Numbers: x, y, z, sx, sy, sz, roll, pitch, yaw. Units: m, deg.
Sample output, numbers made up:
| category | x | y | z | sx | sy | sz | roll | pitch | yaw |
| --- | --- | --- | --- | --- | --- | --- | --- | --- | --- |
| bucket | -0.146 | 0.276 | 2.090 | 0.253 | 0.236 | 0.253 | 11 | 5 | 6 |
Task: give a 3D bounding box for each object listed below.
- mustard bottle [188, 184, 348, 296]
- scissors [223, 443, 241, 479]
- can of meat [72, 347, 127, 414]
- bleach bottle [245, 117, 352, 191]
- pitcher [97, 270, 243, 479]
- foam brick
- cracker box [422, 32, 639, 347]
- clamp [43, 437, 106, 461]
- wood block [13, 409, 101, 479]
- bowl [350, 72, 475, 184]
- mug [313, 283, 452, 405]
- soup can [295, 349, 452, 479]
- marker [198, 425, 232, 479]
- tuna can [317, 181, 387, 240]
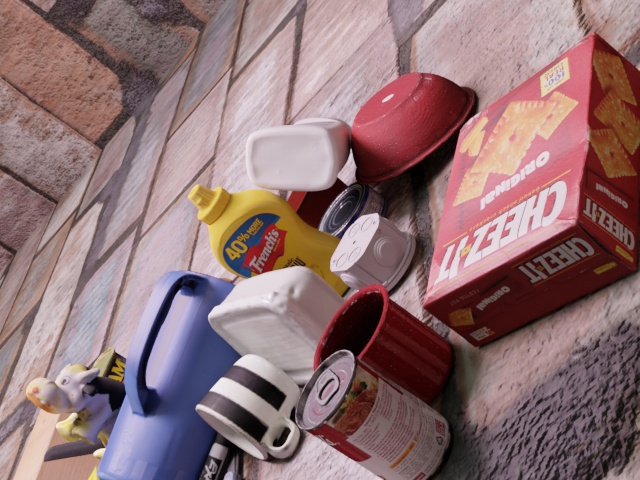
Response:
| category | x | y | z | sx | sy | sz | roll | pitch | yaw |
| --- | --- | --- | --- | --- | --- | --- | --- | --- | --- |
| mustard bottle | -0.057 | 0.002 | 1.123 | 0.096 | 0.191 | 0.058 | -47 | 21 | 20 |
| scissors | -0.078 | 0.234 | 1.045 | 0.096 | 0.016 | 0.201 | -47 | 19 | 34 |
| can of meat | -0.271 | 0.209 | 1.431 | 0.058 | 0.084 | 0.102 | -35 | 27 | 43 |
| bleach bottle | -0.004 | -0.107 | 1.211 | 0.250 | 0.103 | 0.068 | -40 | -50 | -72 |
| pitcher | -0.148 | 0.158 | 1.140 | 0.242 | 0.149 | 0.145 | -68 | 10 | -19 |
| foam brick | -0.008 | -0.042 | 1.290 | 0.053 | 0.051 | 0.078 | -20 | 39 | 59 |
| cracker box | 0.171 | -0.042 | 0.853 | 0.164 | 0.072 | 0.213 | -35 | 28 | 44 |
| clamp | -0.235 | 0.261 | 1.284 | 0.171 | 0.120 | 0.039 | -34 | 0 | 4 |
| wood block | -0.351 | 0.302 | 1.451 | 0.090 | 0.090 | 0.206 | -43 | 23 | 29 |
| bowl | 0.088 | -0.134 | 1.169 | 0.162 | 0.055 | 0.162 | -34 | 20 | 15 |
| mug | 0.051 | 0.094 | 0.891 | 0.093 | 0.081 | 0.117 | -54 | 20 | 0 |
| soup can | 0.041 | 0.138 | 0.809 | 0.069 | 0.102 | 0.068 | -45 | 21 | 23 |
| marker | -0.113 | 0.240 | 1.090 | 0.020 | 0.020 | 0.121 | -4 | 62 | 65 |
| tuna can | 0.034 | -0.023 | 1.189 | 0.086 | 0.033 | 0.086 | -46 | 21 | 23 |
